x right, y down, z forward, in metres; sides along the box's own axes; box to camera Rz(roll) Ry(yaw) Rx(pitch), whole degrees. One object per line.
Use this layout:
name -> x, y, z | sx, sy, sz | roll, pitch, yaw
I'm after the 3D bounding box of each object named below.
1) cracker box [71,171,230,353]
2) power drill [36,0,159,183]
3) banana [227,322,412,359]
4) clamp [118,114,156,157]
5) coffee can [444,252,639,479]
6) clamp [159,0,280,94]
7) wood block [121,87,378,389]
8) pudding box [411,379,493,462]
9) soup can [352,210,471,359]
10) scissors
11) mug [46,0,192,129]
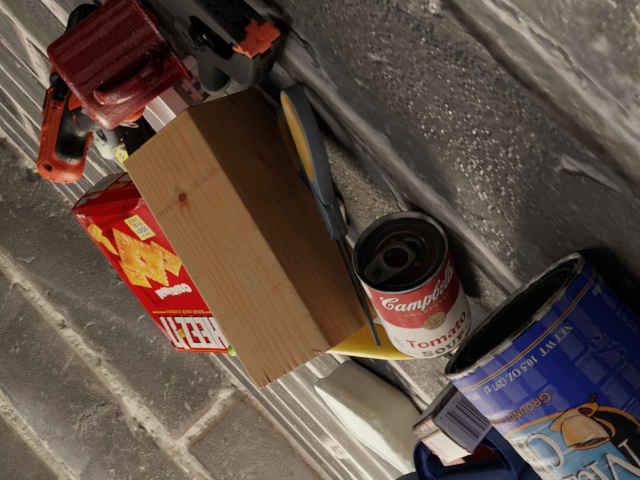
cracker box -> -0.153, 0.025, 1.148 | 0.164, 0.072, 0.213 | -4, 125, 51
power drill -> -0.207, -0.156, 0.986 | 0.057, 0.184, 0.188 | 12, 166, -25
banana -> -0.002, 0.092, 1.025 | 0.198, 0.037, 0.069 | 1, 166, 12
clamp -> -0.165, -0.109, 1.054 | 0.120, 0.039, 0.171 | 46, -157, -44
coffee can -> 0.154, 0.092, 0.596 | 0.140, 0.102, 0.103 | 47, 167, 0
clamp -> -0.090, -0.165, 0.765 | 0.164, 0.036, 0.210 | 52, 170, -24
wood block -> -0.050, -0.003, 0.832 | 0.091, 0.090, 0.206 | -33, 87, 37
pudding box -> 0.113, 0.091, 0.705 | 0.039, 0.113, 0.090 | 42, 167, 9
soup can -> 0.069, 0.035, 0.778 | 0.069, 0.068, 0.102 | 38, 165, 36
scissors -> 0.003, -0.023, 0.805 | 0.096, 0.016, 0.202 | -137, 28, -68
mug -> -0.156, -0.136, 0.834 | 0.093, 0.081, 0.117 | 55, 177, -36
